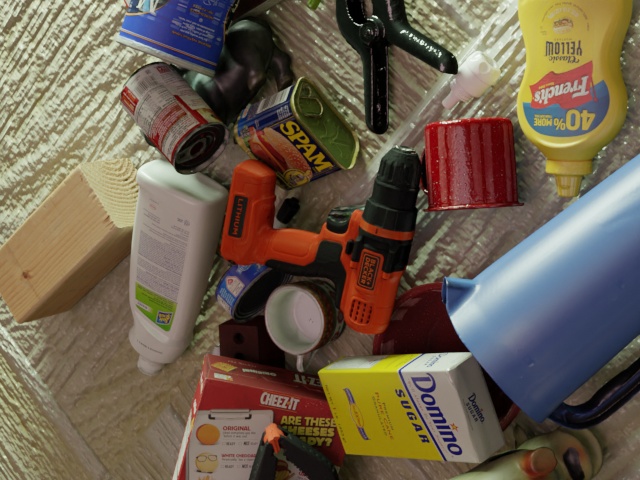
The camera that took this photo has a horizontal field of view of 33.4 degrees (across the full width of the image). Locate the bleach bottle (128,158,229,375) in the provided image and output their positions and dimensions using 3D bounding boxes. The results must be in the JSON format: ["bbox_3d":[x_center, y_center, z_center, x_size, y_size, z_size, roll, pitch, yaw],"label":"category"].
[{"bbox_3d":[-0.176,0.041,1.201,0.103,0.068,0.251,28,120,20],"label":"bleach bottle"}]

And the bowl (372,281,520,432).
[{"bbox_3d":[0.133,0.116,1.036,0.162,0.055,0.162,5,100,31],"label":"bowl"}]

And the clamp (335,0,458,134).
[{"bbox_3d":[0.055,-0.192,1.043,0.120,0.039,0.171,-44,63,33],"label":"clamp"}]

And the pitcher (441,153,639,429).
[{"bbox_3d":[0.237,0.038,0.895,0.243,0.149,0.145,-41,56,9],"label":"pitcher"}]

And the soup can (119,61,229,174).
[{"bbox_3d":[-0.149,-0.125,1.082,0.102,0.068,0.069,48,118,23],"label":"soup can"}]

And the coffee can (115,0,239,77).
[{"bbox_3d":[-0.131,-0.245,1.055,0.103,0.102,0.140,24,98,26],"label":"coffee can"}]

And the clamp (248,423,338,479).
[{"bbox_3d":[-0.009,0.277,1.089,0.164,0.036,0.210,-14,112,-8],"label":"clamp"}]

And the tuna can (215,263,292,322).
[{"bbox_3d":[-0.070,0.045,1.133,0.034,0.086,0.086,44,117,20],"label":"tuna can"}]

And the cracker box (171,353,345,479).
[{"bbox_3d":[-0.068,0.239,1.127,0.164,0.072,0.214,13,107,-11],"label":"cracker box"}]

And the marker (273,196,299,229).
[{"bbox_3d":[-0.058,0.001,1.157,0.020,0.020,0.121,43,117,19],"label":"marker"}]

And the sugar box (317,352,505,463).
[{"bbox_3d":[0.081,0.155,0.996,0.177,0.048,0.093,-9,103,51],"label":"sugar box"}]

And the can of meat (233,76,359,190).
[{"bbox_3d":[-0.025,-0.104,1.079,0.084,0.057,0.102,-20,127,35],"label":"can of meat"}]

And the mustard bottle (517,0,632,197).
[{"bbox_3d":[0.222,-0.134,0.942,0.096,0.058,0.192,5,101,32],"label":"mustard bottle"}]

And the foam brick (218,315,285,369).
[{"bbox_3d":[-0.074,0.124,1.167,0.053,0.051,0.078,0,98,31],"label":"foam brick"}]

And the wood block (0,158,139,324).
[{"bbox_3d":[-0.292,0.001,1.261,0.206,0.090,0.091,-39,78,30],"label":"wood block"}]

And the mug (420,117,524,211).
[{"bbox_3d":[0.132,-0.069,0.996,0.117,0.093,0.081,-2,92,59],"label":"mug"}]

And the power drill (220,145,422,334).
[{"bbox_3d":[0.001,-0.019,1.028,0.188,0.057,0.184,19,106,24],"label":"power drill"}]
